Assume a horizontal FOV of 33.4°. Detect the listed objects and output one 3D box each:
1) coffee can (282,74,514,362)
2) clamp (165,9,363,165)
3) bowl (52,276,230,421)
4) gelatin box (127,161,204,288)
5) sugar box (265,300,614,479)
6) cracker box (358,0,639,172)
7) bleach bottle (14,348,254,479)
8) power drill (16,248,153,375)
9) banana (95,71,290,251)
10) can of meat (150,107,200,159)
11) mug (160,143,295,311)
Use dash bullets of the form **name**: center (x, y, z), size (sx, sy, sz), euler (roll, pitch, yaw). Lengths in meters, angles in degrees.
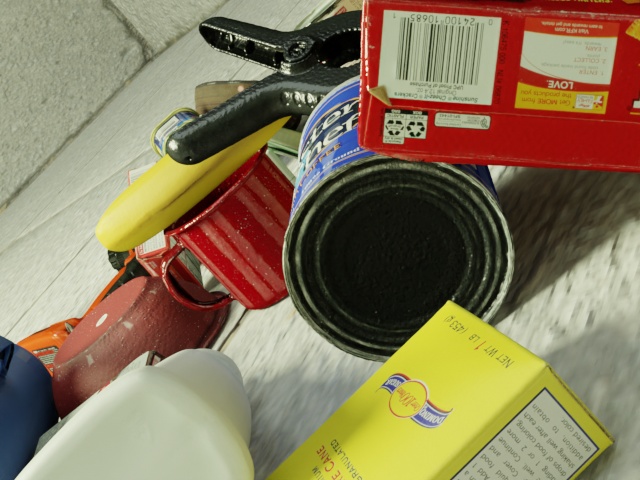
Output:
- **coffee can**: center (0.037, -0.018, 0.531), size (0.103, 0.102, 0.140), euler (-37, 17, 16)
- **clamp**: center (-0.016, -0.096, 0.651), size (0.172, 0.039, 0.120), euler (0, 60, 27)
- **bowl**: center (-0.144, 0.077, 0.784), size (0.162, 0.055, 0.162), euler (-37, 17, 14)
- **gelatin box**: center (-0.124, -0.006, 0.851), size (0.030, 0.073, 0.089), euler (-17, 57, 8)
- **sugar box**: center (0.010, 0.104, 0.382), size (0.176, 0.048, 0.093), euler (-42, 16, -4)
- **cracker box**: center (0.101, -0.098, 0.506), size (0.164, 0.072, 0.213), euler (4, 23, 2)
- **bleach bottle**: center (-0.071, 0.090, 0.509), size (0.102, 0.068, 0.251), euler (-43, 1, 4)
- **power drill**: center (-0.184, 0.045, 0.952), size (0.185, 0.057, 0.187), euler (-18, 28, 53)
- **banana**: center (-0.086, -0.049, 0.710), size (0.198, 0.037, 0.069), euler (-37, 19, 15)
- **can of meat**: center (-0.110, -0.074, 1.011), size (0.057, 0.102, 0.084), euler (-42, 18, -2)
- **mug**: center (-0.055, 0.001, 0.727), size (0.117, 0.081, 0.093), euler (-42, 16, -3)
